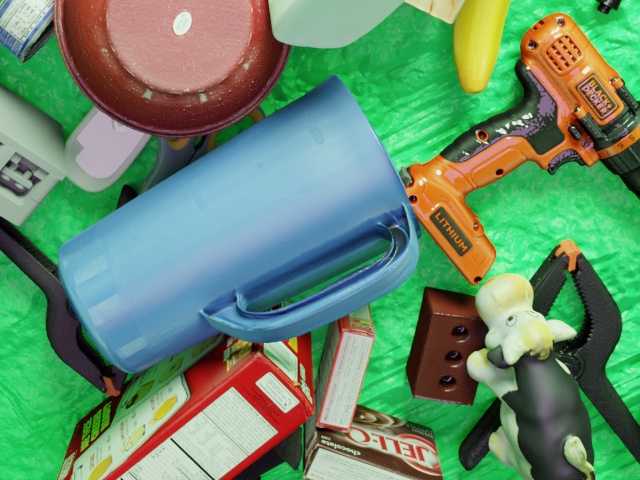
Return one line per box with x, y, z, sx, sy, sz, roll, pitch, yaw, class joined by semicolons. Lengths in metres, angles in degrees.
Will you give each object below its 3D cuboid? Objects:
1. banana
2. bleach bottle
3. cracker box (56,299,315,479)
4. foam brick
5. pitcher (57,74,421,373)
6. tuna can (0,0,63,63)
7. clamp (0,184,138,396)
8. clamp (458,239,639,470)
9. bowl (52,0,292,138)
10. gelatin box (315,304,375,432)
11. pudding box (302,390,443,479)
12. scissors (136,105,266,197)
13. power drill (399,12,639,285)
0.141;-0.202;0.763;0.037;0.070;0.198;12;118;-49;banana
-0.005;-0.256;0.679;0.068;0.103;0.251;0;73;-30;bleach bottle
-0.103;0.138;0.819;0.214;0.164;0.072;-40;106;10;cracker box
0.104;0.086;0.866;0.053;0.051;0.078;9;108;-5;foam brick
-0.055;0.001;0.758;0.243;0.149;0.145;-29;96;0;pitcher
-0.195;-0.168;0.752;0.033;0.086;0.086;40;103;-12;tuna can
-0.196;0.043;0.851;0.120;0.039;0.171;-3;103;5;clamp
0.209;0.103;0.883;0.164;0.036;0.210;5;109;-4;clamp
-0.092;-0.143;0.691;0.162;0.055;0.162;-2;103;-9;bowl
0.019;0.098;0.856;0.030;0.073;0.089;11;108;-6;gelatin box
0.042;0.174;0.875;0.113;0.090;0.039;18;108;-7;pudding box
-0.108;-0.040;0.817;0.096;0.016;0.202;11;114;-34;scissors
0.167;-0.051;0.819;0.188;0.057;0.184;-39;102;8;power drill
